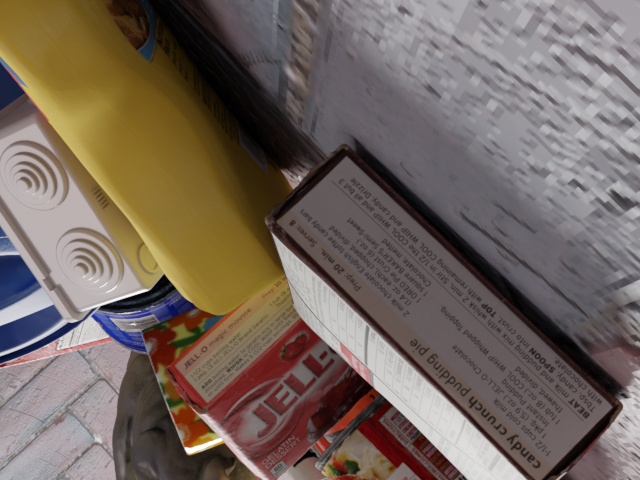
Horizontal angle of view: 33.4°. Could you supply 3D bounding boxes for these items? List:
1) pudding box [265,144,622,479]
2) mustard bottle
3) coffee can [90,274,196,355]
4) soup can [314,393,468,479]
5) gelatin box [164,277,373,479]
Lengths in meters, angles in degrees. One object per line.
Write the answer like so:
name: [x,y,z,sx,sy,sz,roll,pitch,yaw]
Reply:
pudding box: [0.036,0.033,0.339,0.113,0.039,0.090,43,168,16]
mustard bottle: [-0.078,-0.066,0.369,0.191,0.058,0.096,55,-173,-30]
coffee can: [-0.119,0.014,0.712,0.103,0.102,0.140,45,169,12]
soup can: [0.057,0.107,0.445,0.102,0.068,0.068,44,169,13]
gelatin box: [-0.009,0.048,0.428,0.030,0.089,0.073,40,167,37]
